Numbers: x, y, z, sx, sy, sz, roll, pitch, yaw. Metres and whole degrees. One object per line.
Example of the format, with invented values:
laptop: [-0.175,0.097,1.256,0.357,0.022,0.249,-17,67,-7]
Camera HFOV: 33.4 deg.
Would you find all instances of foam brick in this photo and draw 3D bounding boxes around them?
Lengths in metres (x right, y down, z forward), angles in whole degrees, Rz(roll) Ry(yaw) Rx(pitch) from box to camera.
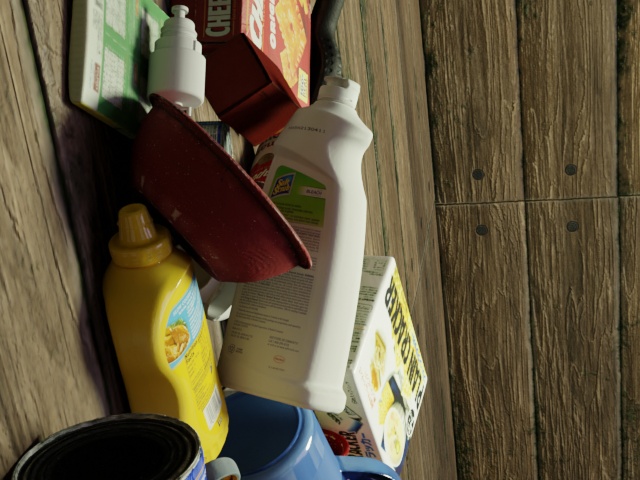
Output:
foam brick: [-0.057,-0.119,0.848,0.051,0.053,0.078,60,9,20]

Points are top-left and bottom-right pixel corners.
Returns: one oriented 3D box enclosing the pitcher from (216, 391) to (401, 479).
pitcher: [-0.015,0.237,0.909,0.149,0.145,0.243,-52,137,-36]

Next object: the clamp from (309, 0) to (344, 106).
clamp: [-0.006,-0.200,1.077,0.165,0.036,0.210,-33,-126,51]

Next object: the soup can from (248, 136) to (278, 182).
soup can: [-0.040,-0.055,1.061,0.102,0.068,0.068,-78,161,-52]

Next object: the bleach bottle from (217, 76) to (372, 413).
bleach bottle: [-0.005,-0.002,0.818,0.068,0.103,0.251,24,79,-61]

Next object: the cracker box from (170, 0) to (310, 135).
cracker box: [-0.065,-0.205,0.959,0.213,0.072,0.164,48,40,-71]

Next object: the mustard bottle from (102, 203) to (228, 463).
mustard bottle: [-0.108,0.064,0.727,0.096,0.058,0.191,-67,153,-59]

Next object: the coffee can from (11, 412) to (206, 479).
coffee can: [-0.107,0.183,0.596,0.102,0.103,0.140,-62,147,-68]

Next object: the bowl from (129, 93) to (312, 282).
bowl: [-0.080,-0.023,0.730,0.162,0.055,0.162,45,-9,9]
